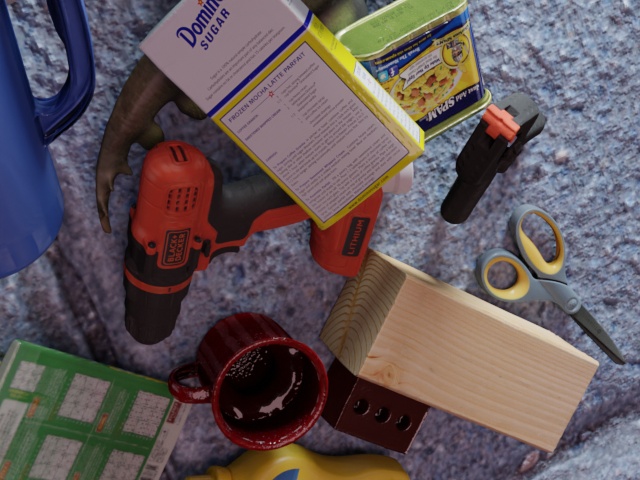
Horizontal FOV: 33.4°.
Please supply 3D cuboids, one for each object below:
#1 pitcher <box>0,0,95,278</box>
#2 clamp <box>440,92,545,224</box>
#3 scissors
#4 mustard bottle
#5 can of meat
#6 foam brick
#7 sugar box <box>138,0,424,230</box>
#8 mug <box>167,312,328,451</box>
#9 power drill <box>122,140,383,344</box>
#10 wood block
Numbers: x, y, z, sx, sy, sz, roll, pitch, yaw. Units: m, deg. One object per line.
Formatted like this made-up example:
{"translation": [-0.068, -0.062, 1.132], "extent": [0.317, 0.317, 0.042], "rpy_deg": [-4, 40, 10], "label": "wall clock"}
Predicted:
{"translation": [-0.225, -0.085, 0.648], "extent": [0.144, 0.149, 0.243], "rpy_deg": [-54, 156, -30], "label": "pitcher"}
{"translation": [0.131, -0.064, 0.834], "extent": [0.039, 0.171, 0.120], "rpy_deg": [35, 96, 14], "label": "clamp"}
{"translation": [0.205, 0.060, 0.963], "extent": [0.096, 0.016, 0.201], "rpy_deg": [-32, 114, -7], "label": "scissors"}
{"translation": [-0.024, 0.219, 0.901], "extent": [0.191, 0.058, 0.096], "rpy_deg": [13, 105, -23], "label": "mustard bottle"}
{"translation": [0.064, -0.120, 0.755], "extent": [0.102, 0.058, 0.084], "rpy_deg": [-30, 128, -15], "label": "can of meat"}
{"translation": [0.043, 0.138, 0.905], "extent": [0.078, 0.051, 0.053], "rpy_deg": [23, 96, -25], "label": "foam brick"}
{"translation": [-0.023, -0.099, 0.701], "extent": [0.093, 0.048, 0.176], "rpy_deg": [-39, 104, 20], "label": "sugar box"}
{"translation": [-0.062, 0.108, 0.840], "extent": [0.117, 0.082, 0.093], "rpy_deg": [-7, 108, -19], "label": "mug"}
{"translation": [-0.055, 0.001, 0.805], "extent": [0.187, 0.057, 0.185], "rpy_deg": [-8, 138, -26], "label": "power drill"}
{"translation": [0.117, 0.093, 0.899], "extent": [0.205, 0.090, 0.091], "rpy_deg": [24, 96, -24], "label": "wood block"}
